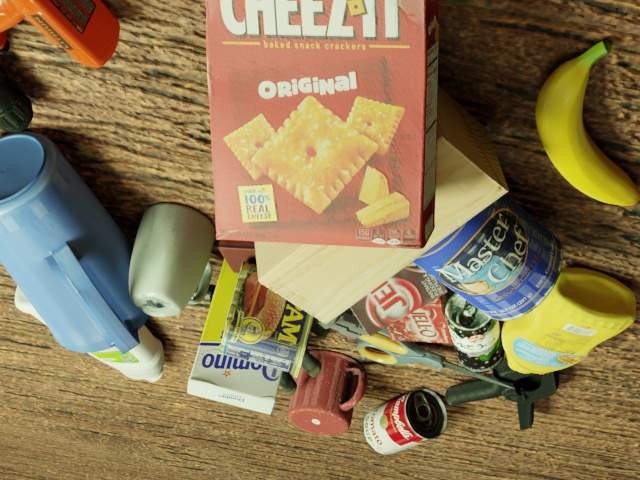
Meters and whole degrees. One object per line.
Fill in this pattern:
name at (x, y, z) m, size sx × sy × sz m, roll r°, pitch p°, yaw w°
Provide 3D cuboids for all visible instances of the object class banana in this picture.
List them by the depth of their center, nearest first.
banana at (0.219, -0.084, 0.885) m, size 0.070 × 0.037 × 0.197 m, roll -2°, pitch 146°, yaw 23°

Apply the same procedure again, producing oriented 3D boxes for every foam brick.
foam brick at (-0.057, 0.001, 1.107) m, size 0.078 × 0.051 × 0.053 m, roll 3°, pitch 148°, yaw 16°

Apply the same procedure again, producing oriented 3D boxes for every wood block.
wood block at (0.045, -0.032, 0.914) m, size 0.206 × 0.091 × 0.090 m, roll -38°, pitch 127°, yaw 25°

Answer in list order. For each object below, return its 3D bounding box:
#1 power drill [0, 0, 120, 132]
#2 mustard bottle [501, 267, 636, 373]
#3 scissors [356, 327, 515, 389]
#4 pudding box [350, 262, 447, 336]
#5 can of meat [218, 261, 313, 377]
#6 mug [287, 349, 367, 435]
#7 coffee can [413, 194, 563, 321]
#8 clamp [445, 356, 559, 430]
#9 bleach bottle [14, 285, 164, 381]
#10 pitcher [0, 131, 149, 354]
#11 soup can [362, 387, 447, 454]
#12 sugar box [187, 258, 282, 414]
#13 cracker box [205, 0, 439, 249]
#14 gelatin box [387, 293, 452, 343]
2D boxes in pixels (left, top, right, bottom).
power drill at (-0.264, -0.167, 0.905) m, size 0.188 × 0.057 × 0.184 m, roll -9°, pitch 143°, yaw 31°
mustard bottle at (0.249, 0.097, 1.144) m, size 0.096 × 0.058 × 0.192 m, roll 14°, pitch 149°, yaw -10°
scissors at (0.127, 0.148, 1.288) m, size 0.201 × 0.016 × 0.096 m, roll 26°, pitch 153°, yaw -6°
pudding box at (0.057, 0.023, 1.035) m, size 0.090 × 0.039 × 0.113 m, roll -31°, pitch 96°, yaw 10°
can of meat at (-0.051, 0.077, 1.080) m, size 0.084 × 0.102 × 0.057 m, roll 15°, pitch 151°, yaw -1°
mug at (0.013, 0.195, 1.361) m, size 0.117 × 0.081 × 0.093 m, roll -17°, pitch 138°, yaw 39°
coffee can at (0.140, -0.002, 0.982) m, size 0.140 × 0.102 × 0.103 m, roll 34°, pitch 142°, yaw -32°
clamp at (0.227, 0.177, 1.300) m, size 0.120 × 0.039 × 0.172 m, roll 11°, pitch 143°, yaw -6°
bleach bottle at (-0.276, 0.115, 1.358) m, size 0.103 × 0.068 × 0.250 m, roll -2°, pitch 148°, yaw 22°
pitcher at (-0.268, 0.008, 1.113) m, size 0.149 × 0.145 × 0.242 m, roll 2°, pitch 144°, yaw 21°
soup can at (0.111, 0.241, 1.415) m, size 0.068 × 0.068 × 0.102 m, roll 26°, pitch 146°, yaw -22°
sugar box at (-0.074, 0.086, 1.128) m, size 0.093 × 0.176 × 0.048 m, roll 14°, pitch 149°, yaw -2°
cracker box at (0.003, -0.104, 0.793) m, size 0.164 × 0.072 × 0.214 m, roll 4°, pitch 110°, yaw 13°
gelatin box at (0.108, 0.083, 1.198) m, size 0.073 × 0.030 × 0.089 m, roll 1°, pitch 147°, yaw 17°
